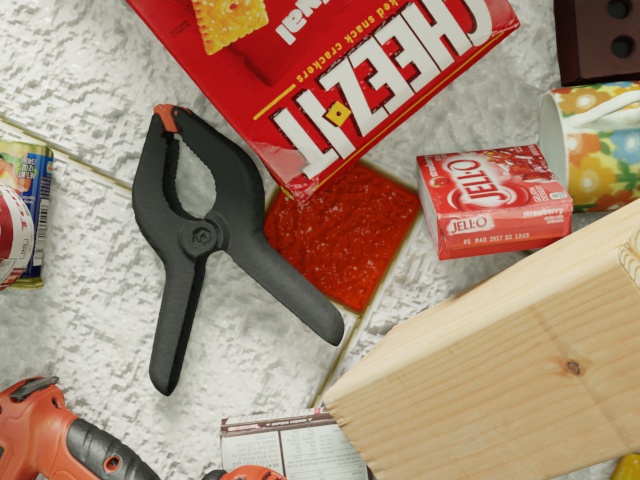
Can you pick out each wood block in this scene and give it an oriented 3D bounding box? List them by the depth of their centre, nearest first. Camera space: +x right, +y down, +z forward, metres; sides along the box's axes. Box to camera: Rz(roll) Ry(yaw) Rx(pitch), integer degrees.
[{"bbox_3d":[0.110,0.065,0.550,0.207,0.090,0.091,-33,93,44],"label":"wood block"}]

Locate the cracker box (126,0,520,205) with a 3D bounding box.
[{"bbox_3d":[-0.017,-0.149,0.561,0.164,0.072,0.213,-39,120,2],"label":"cracker box"}]

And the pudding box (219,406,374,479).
[{"bbox_3d":[-0.011,0.159,0.637,0.090,0.039,0.113,-7,95,1],"label":"pudding box"}]

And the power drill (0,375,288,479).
[{"bbox_3d":[-0.124,0.179,0.612,0.188,0.057,0.184,28,99,8],"label":"power drill"}]

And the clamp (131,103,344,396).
[{"bbox_3d":[-0.054,0.001,0.627,0.120,0.039,0.171,-9,94,3],"label":"clamp"}]

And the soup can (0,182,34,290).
[{"bbox_3d":[-0.188,-0.003,0.538,0.068,0.102,0.068,0,89,-2],"label":"soup can"}]

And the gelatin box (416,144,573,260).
[{"bbox_3d":[0.096,-0.024,0.602,0.073,0.089,0.030,-6,116,0],"label":"gelatin box"}]

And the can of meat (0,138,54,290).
[{"bbox_3d":[-0.209,-0.019,0.618,0.102,0.057,0.084,7,90,-1],"label":"can of meat"}]
